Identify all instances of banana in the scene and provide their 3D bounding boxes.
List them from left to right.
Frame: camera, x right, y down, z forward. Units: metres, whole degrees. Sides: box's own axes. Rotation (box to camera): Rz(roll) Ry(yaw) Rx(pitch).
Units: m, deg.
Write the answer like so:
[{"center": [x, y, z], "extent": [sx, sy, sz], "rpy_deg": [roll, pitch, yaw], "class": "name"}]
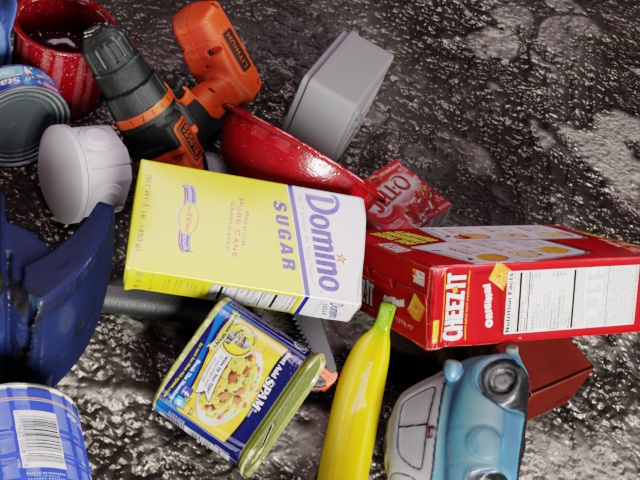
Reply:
[{"center": [0.022, 0.139, 0.775], "extent": [0.037, 0.069, 0.197], "rpy_deg": [8, 53, 8], "class": "banana"}]

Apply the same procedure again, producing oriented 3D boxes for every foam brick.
[{"center": [0.173, 0.111, 0.877], "extent": [0.078, 0.053, 0.051], "rpy_deg": [-15, 55, -35], "class": "foam brick"}]

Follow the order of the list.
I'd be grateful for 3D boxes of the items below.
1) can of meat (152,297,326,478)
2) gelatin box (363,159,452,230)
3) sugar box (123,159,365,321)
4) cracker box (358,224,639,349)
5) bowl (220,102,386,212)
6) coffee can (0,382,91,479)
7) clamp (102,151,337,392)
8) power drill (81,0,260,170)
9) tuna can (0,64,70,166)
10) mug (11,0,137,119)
[{"center": [-0.059, 0.103, 0.763], "extent": [0.084, 0.057, 0.102], "rpy_deg": [32, 76, 13], "class": "can of meat"}, {"center": [0.068, -0.030, 0.991], "extent": [0.073, 0.030, 0.089], "rpy_deg": [40, 45, 18], "class": "gelatin box"}, {"center": [-0.055, 0.001, 0.803], "extent": [0.176, 0.048, 0.093], "rpy_deg": [8, 65, -9], "class": "sugar box"}, {"center": [0.146, 0.033, 0.871], "extent": [0.213, 0.072, 0.164], "rpy_deg": [-3, 10, -21], "class": "cracker box"}, {"center": [-0.026, -0.052, 0.901], "extent": [0.162, 0.055, 0.162], "rpy_deg": [30, 0, 0], "class": "bowl"}, {"center": [-0.181, 0.171, 0.631], "extent": [0.102, 0.103, 0.140], "rpy_deg": [-3, 48, -25], "class": "coffee can"}, {"center": [-0.066, 0.036, 0.833], "extent": [0.210, 0.036, 0.164], "rpy_deg": [33, 72, 6], "class": "clamp"}, {"center": [-0.125, -0.137, 0.935], "extent": [0.057, 0.184, 0.187], "rpy_deg": [-12, 32, 26], "class": "power drill"}, {"center": [-0.255, -0.104, 0.888], "extent": [0.086, 0.086, 0.034], "rpy_deg": [-11, 51, -31], "class": "tuna can"}, {"center": [-0.223, -0.163, 0.963], "extent": [0.117, 0.082, 0.093], "rpy_deg": [-1, 48, -24], "class": "mug"}]
